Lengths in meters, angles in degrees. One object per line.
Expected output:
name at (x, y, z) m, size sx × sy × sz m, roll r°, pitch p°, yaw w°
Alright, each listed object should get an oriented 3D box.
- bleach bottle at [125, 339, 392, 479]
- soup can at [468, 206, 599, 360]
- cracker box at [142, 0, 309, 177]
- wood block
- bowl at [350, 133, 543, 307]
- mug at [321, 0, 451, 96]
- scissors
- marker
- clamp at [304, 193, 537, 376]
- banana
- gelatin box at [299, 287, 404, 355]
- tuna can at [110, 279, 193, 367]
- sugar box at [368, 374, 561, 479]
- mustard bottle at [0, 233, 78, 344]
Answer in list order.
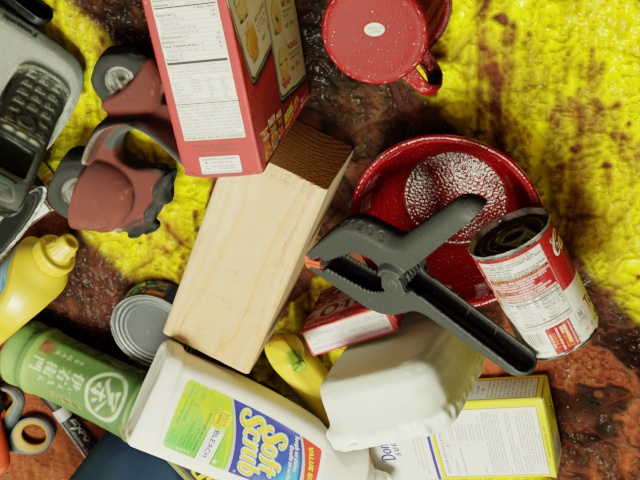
bleach bottle at (-0.045, 0.182, 0.984) m, size 0.250 × 0.068 × 0.102 m, roll 23°, pitch 94°, yaw -15°
soup can at (0.167, 0.034, 0.833) m, size 0.069 × 0.068 × 0.102 m, roll -20°, pitch 111°, yaw 25°
cracker box at (-0.073, -0.176, 0.799) m, size 0.072 × 0.164 × 0.214 m, roll -3°, pitch 117°, yaw 16°
wood block at (-0.057, 0.001, 0.935) m, size 0.090 × 0.090 × 0.206 m, roll 26°, pitch 123°, yaw 3°
bowl at (0.109, -0.024, 0.893) m, size 0.162 × 0.055 × 0.162 m, roll 7°, pitch 120°, yaw 13°
mug at (0.055, -0.160, 0.817) m, size 0.093 × 0.081 × 0.117 m, roll -27°, pitch 108°, yaw 27°
scissors at (-0.357, 0.242, 1.202) m, size 0.096 × 0.016 × 0.202 m, roll 27°, pitch 122°, yaw 5°
marker at (-0.265, 0.205, 1.153) m, size 0.020 × 0.020 × 0.121 m, roll -22°, pitch 110°, yaw 26°
clamp at (0.067, 0.017, 0.839) m, size 0.210 × 0.036 × 0.164 m, roll 17°, pitch 137°, yaw 39°
banana at (-0.012, 0.130, 0.989) m, size 0.037 × 0.070 × 0.197 m, roll -28°, pitch 148°, yaw 3°
gelatin box at (0.033, 0.062, 0.952) m, size 0.089 × 0.073 × 0.030 m, roll -20°, pitch 110°, yaw 25°
tuna can at (-0.159, 0.082, 1.044) m, size 0.086 × 0.033 × 0.086 m, roll 7°, pitch 120°, yaw 13°
sugar box at (0.131, 0.178, 1.006) m, size 0.176 × 0.048 × 0.093 m, roll -4°, pitch 117°, yaw 23°
mustard bottle at (-0.298, 0.049, 1.031) m, size 0.192 × 0.096 × 0.058 m, roll -36°, pitch 119°, yaw 29°
